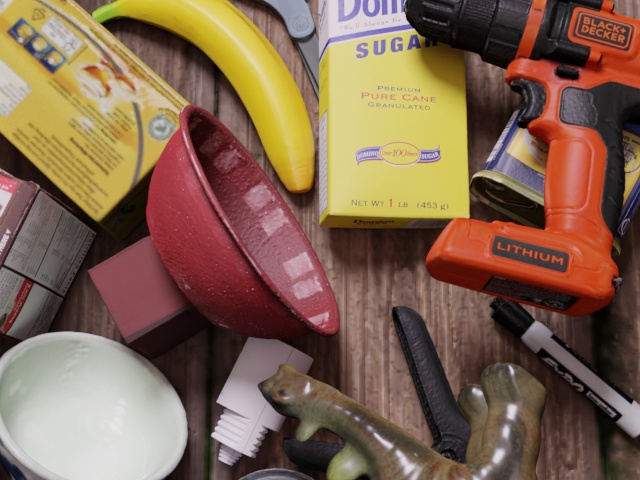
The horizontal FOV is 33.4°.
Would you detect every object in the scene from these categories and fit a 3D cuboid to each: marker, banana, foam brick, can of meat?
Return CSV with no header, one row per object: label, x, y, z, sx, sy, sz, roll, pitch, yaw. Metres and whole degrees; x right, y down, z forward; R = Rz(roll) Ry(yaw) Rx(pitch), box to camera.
marker,0.156,0.077,0.673,0.121,0.020,0.020,41,83,10
banana,-0.063,-0.117,0.716,0.198,0.037,0.070,42,112,12
foam brick,-0.102,0.035,0.664,0.053,0.078,0.051,-30,77,-4
can of meat,0.160,-0.048,0.679,0.102,0.057,0.084,29,80,8

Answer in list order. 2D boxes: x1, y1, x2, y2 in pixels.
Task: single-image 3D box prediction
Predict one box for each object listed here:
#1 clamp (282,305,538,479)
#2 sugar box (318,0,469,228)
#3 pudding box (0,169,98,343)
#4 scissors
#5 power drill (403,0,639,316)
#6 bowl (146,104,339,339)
clamp,0.064,0.138,0.655,0.120,0.039,0.171,-41,80,-4
sugar box,0.046,-0.097,0.694,0.093,0.048,0.176,1,81,-9
pudding box,-0.186,0.013,0.655,0.039,0.113,0.090,22,80,9
scissors,-0.033,-0.150,0.729,0.096,0.016,0.202,-6,80,5
power drill,0.120,-0.061,0.624,0.184,0.057,0.187,15,75,6
bowl,-0.054,0.001,0.634,0.055,0.162,0.162,-33,79,10
